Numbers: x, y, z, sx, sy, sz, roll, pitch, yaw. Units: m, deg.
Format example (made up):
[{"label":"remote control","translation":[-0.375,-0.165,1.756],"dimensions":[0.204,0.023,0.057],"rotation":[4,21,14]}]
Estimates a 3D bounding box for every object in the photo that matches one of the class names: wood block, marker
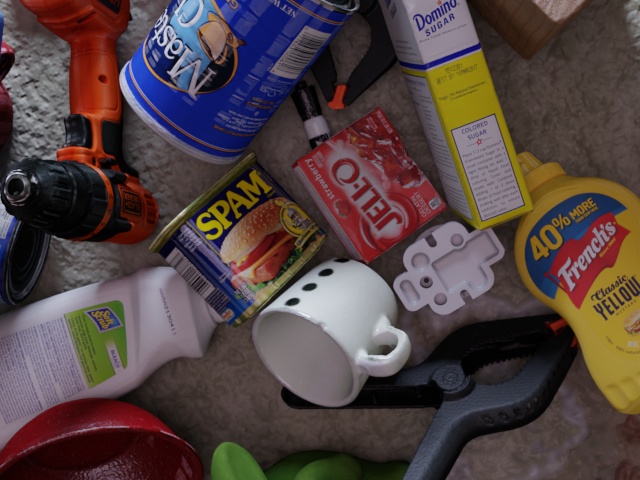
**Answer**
[{"label":"wood block","translation":[0.139,-0.182,0.663],"dimensions":[0.091,0.206,0.090],"rotation":[-43,88,7]},{"label":"marker","translation":[0.006,-0.059,0.780],"dimensions":[0.020,0.020,0.121],"rotation":[-21,91,7]}]

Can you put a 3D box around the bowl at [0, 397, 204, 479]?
[{"label":"bowl","translation":[-0.169,0.163,0.771],"dimensions":[0.162,0.162,0.055],"rotation":[-29,49,7]}]

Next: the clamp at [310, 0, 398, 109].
[{"label":"clamp","translation":[0.037,-0.178,0.760],"dimensions":[0.120,0.039,0.171],"rotation":[4,100,11]}]

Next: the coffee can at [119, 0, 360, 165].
[{"label":"coffee can","translation":[-0.056,-0.136,0.721],"dimensions":[0.103,0.102,0.140],"rotation":[43,116,2]}]

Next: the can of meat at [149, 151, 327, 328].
[{"label":"can of meat","translation":[-0.055,0.001,0.754],"dimensions":[0.084,0.058,0.102],"rotation":[46,54,-1]}]

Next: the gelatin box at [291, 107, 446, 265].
[{"label":"gelatin box","translation":[0.035,-0.038,0.758],"dimensions":[0.073,0.030,0.089],"rotation":[-34,93,-11]}]

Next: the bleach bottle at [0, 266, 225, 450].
[{"label":"bleach bottle","translation":[-0.177,0.088,0.790],"dimensions":[0.251,0.068,0.102],"rotation":[-18,94,5]}]

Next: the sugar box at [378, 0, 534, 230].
[{"label":"sugar box","translation":[0.087,-0.101,0.714],"dimensions":[0.048,0.093,0.176],"rotation":[-19,104,-3]}]

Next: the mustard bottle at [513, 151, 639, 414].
[{"label":"mustard bottle","translation":[0.188,0.015,0.725],"dimensions":[0.096,0.058,0.192],"rotation":[-41,63,19]}]

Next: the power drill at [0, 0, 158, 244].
[{"label":"power drill","translation":[-0.168,-0.091,0.726],"dimensions":[0.057,0.184,0.187],"rotation":[-7,84,10]}]

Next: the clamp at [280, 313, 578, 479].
[{"label":"clamp","translation":[0.092,0.115,0.730],"dimensions":[0.210,0.165,0.036],"rotation":[-22,128,-7]}]

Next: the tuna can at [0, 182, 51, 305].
[{"label":"tuna can","translation":[-0.227,0.003,0.777],"dimensions":[0.034,0.086,0.086],"rotation":[14,95,4]}]
